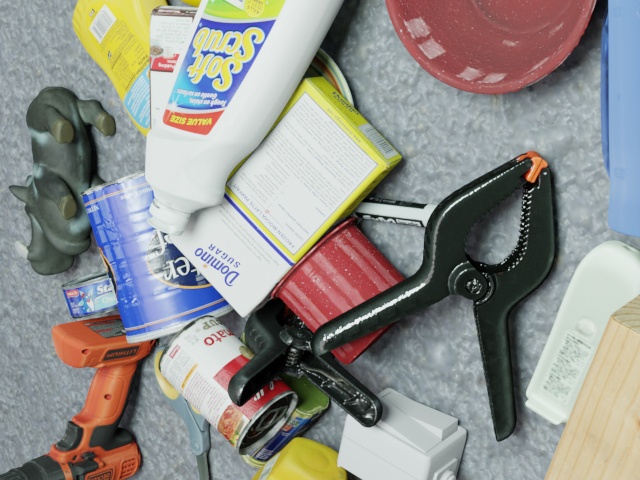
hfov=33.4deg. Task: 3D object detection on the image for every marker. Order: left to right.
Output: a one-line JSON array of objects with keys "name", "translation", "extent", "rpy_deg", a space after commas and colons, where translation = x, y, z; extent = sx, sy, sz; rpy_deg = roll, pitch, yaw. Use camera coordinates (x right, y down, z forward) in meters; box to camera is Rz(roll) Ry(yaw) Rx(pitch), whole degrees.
[{"name": "marker", "translation": [0.047, -0.025, 0.843], "extent": [0.121, 0.020, 0.020], "rpy_deg": [9, 109, 37]}]

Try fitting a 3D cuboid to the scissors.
[{"name": "scissors", "translation": [-0.133, 0.187, 1.059], "extent": [0.096, 0.016, 0.202], "rpy_deg": [24, 118, 33]}]

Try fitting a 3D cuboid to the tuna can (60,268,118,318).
[{"name": "tuna can", "translation": [-0.203, 0.046, 1.025], "extent": [0.086, 0.085, 0.034], "rpy_deg": [-11, 98, 41]}]

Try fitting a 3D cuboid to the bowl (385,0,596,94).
[{"name": "bowl", "translation": [0.121, -0.181, 0.710], "extent": [0.162, 0.055, 0.162], "rpy_deg": [13, 112, 36]}]

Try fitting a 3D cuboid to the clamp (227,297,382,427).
[{"name": "clamp", "translation": [-0.029, 0.092, 0.860], "extent": [0.039, 0.120, 0.171], "rpy_deg": [-68, 25, 17]}]

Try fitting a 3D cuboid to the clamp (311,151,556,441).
[{"name": "clamp", "translation": [0.096, 0.029, 0.765], "extent": [0.164, 0.036, 0.210], "rpy_deg": [19, 104, -4]}]

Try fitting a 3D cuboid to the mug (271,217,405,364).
[{"name": "mug", "translation": [0.020, 0.046, 0.848], "extent": [0.081, 0.093, 0.117], "rpy_deg": [47, 161, 8]}]

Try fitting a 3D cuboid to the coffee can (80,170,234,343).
[{"name": "coffee can", "translation": [-0.144, 0.010, 0.954], "extent": [0.103, 0.102, 0.140], "rpy_deg": [-15, 94, 41]}]

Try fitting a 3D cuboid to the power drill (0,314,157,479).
[{"name": "power drill", "translation": [-0.239, 0.171, 1.043], "extent": [0.057, 0.184, 0.188], "rpy_deg": [26, 109, 30]}]

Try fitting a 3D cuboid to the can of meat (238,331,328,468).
[{"name": "can of meat", "translation": [-0.051, 0.136, 0.949], "extent": [0.102, 0.057, 0.084], "rpy_deg": [51, 126, 15]}]

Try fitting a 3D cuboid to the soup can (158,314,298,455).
[{"name": "soup can", "translation": [-0.077, 0.119, 0.887], "extent": [0.102, 0.068, 0.069], "rpy_deg": [41, 125, 22]}]

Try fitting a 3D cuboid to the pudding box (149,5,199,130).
[{"name": "pudding box", "translation": [-0.091, -0.130, 0.861], "extent": [0.090, 0.039, 0.113], "rpy_deg": [5, 111, 8]}]

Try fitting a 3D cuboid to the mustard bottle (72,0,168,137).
[{"name": "mustard bottle", "translation": [-0.141, -0.144, 0.933], "extent": [0.096, 0.058, 0.192], "rpy_deg": [-42, 76, 39]}]

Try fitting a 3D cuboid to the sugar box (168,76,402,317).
[{"name": "sugar box", "translation": [-0.030, -0.033, 0.834], "extent": [0.093, 0.048, 0.176], "rpy_deg": [47, 114, 7]}]

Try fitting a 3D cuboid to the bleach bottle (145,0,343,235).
[{"name": "bleach bottle", "translation": [-0.061, -0.117, 0.788], "extent": [0.103, 0.068, 0.251], "rpy_deg": [32, 104, 29]}]
